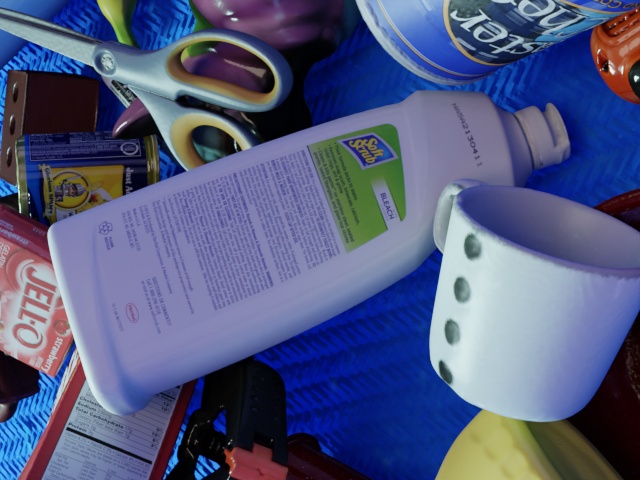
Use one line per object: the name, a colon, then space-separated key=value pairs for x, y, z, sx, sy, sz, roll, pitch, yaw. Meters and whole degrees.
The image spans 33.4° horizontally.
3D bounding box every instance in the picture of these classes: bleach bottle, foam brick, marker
bleach bottle: x=0.002 y=-0.004 z=0.520 sx=0.251 sy=0.068 sz=0.102 roll=-20 pitch=77 yaw=0
foam brick: x=-0.185 y=-0.076 z=0.727 sx=0.053 sy=0.051 sz=0.078 roll=21 pitch=106 yaw=60
marker: x=-0.122 y=-0.094 z=0.707 sx=0.121 sy=0.020 sz=0.020 roll=47 pitch=118 yaw=26

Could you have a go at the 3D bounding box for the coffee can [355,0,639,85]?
coffee can: x=0.092 y=-0.134 z=0.448 sx=0.141 sy=0.102 sz=0.103 roll=-17 pitch=81 yaw=55

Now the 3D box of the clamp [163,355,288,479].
clamp: x=-0.059 y=0.117 z=0.562 sx=0.164 sy=0.036 sz=0.210 roll=-67 pitch=14 yaw=-3

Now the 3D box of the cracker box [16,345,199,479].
cracker box: x=-0.134 y=0.135 z=0.592 sx=0.072 sy=0.213 sz=0.164 roll=25 pitch=136 yaw=-10

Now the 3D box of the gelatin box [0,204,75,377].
gelatin box: x=-0.173 y=0.031 z=0.633 sx=0.073 sy=0.030 sz=0.089 roll=28 pitch=127 yaw=-6

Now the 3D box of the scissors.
scissors: x=-0.103 y=-0.078 z=0.578 sx=0.202 sy=0.016 sz=0.096 roll=8 pitch=117 yaw=27

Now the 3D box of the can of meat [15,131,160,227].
can of meat: x=-0.144 y=-0.018 z=0.667 sx=0.057 sy=0.083 sz=0.102 roll=-121 pitch=30 yaw=-62
